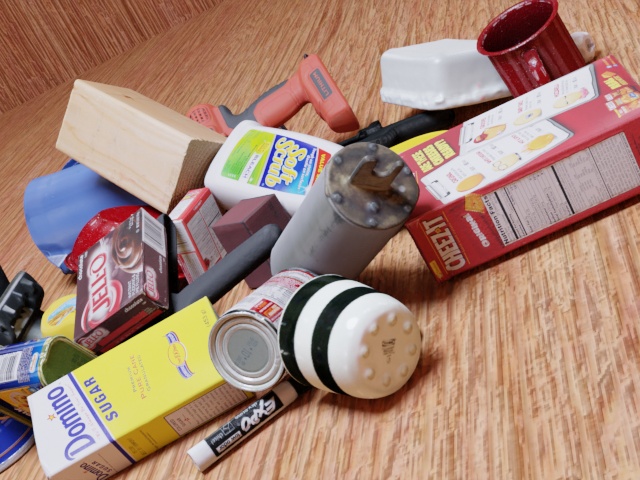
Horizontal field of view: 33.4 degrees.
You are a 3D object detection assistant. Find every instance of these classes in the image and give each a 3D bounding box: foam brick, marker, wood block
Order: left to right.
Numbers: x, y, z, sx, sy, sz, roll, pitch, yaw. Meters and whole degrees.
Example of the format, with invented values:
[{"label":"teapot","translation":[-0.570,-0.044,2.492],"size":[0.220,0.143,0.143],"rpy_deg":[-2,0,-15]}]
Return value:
[{"label":"wood block","translation":[-0.195,-0.105,1.213],"size":[0.206,0.090,0.090],"rpy_deg":[29,16,36]},{"label":"marker","translation":[-0.047,0.132,0.812],"size":[0.121,0.020,0.020],"rpy_deg":[-35,21,-16]},{"label":"foam brick","translation":[-0.057,0.001,1.045],"size":[0.051,0.078,0.052],"rpy_deg":[-10,27,46]}]

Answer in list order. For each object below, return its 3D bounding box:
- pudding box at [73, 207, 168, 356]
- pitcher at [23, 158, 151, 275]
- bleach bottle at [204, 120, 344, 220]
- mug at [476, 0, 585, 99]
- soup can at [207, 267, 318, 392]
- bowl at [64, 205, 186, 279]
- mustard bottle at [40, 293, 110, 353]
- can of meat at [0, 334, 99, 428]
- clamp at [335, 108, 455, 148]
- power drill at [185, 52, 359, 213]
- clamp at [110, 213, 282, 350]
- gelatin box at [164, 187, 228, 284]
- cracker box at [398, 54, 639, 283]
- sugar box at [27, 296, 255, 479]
[{"label":"pudding box","translation":[-0.183,0.038,0.982],"size":[0.090,0.039,0.113],"rpy_deg":[-34,38,22]},{"label":"pitcher","translation":[-0.243,-0.064,1.363],"size":[0.243,0.149,0.145],"rpy_deg":[-20,3,16]},{"label":"bleach bottle","translation":[-0.009,-0.064,1.069],"size":[0.251,0.068,0.102],"rpy_deg":[11,62,48]},{"label":"mug","translation":[0.222,-0.186,1.094],"size":[0.093,0.081,0.117],"rpy_deg":[-30,29,16]},{"label":"soup can","translation":[-0.036,0.069,0.841],"size":[0.069,0.068,0.102],"rpy_deg":[-18,9,28]},{"label":"bowl","translation":[-0.197,-0.002,1.163],"size":[0.162,0.055,0.162],"rpy_deg":[2,15,-1]},{"label":"mustard bottle","translation":[-0.235,0.084,1.111],"size":[0.192,0.058,0.096],"rpy_deg":[-7,22,45]},{"label":"can of meat","translation":[-0.244,0.129,0.962],"size":[0.084,0.102,0.057],"rpy_deg":[-13,54,31]},{"label":"clamp","translation":[0.056,-0.109,1.183],"size":[0.171,0.039,0.120],"rpy_deg":[-25,7,-35]},{"label":"power drill","translation":[-0.053,-0.119,1.237],"size":[0.187,0.057,0.184],"rpy_deg":[-29,61,3]},{"label":"clamp","translation":[-0.141,0.060,0.984],"size":[0.165,0.036,0.210],"rpy_deg":[14,65,45]},{"label":"gelatin box","translation":[-0.124,0.000,1.117],"size":[0.030,0.089,0.073],"rpy_deg":[-11,26,26]},{"label":"cracker box","translation":[0.176,-0.063,0.900],"size":[0.214,0.072,0.164],"rpy_deg":[-26,21,13]},{"label":"sugar box","translation":[-0.150,0.128,0.879],"size":[0.176,0.048,0.093],"rpy_deg":[-28,45,-2]}]
